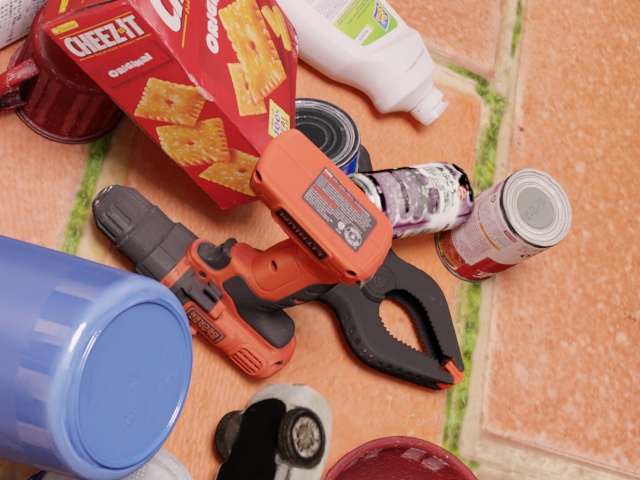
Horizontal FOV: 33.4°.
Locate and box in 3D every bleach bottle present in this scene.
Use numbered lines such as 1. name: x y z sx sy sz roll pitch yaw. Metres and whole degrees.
1. bleach bottle: 0.004 -0.184 0.888 0.250 0.068 0.102 42 61 -9

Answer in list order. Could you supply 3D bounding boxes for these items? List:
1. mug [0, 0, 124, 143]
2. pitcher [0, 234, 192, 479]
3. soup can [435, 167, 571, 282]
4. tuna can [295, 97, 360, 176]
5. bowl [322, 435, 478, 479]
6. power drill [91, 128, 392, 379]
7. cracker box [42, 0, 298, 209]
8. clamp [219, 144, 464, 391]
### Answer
1. mug: -0.184 -0.124 0.768 0.117 0.082 0.093 -23 84 -29
2. pitcher: -0.190 0.055 0.612 0.149 0.243 0.145 -54 141 -36
3. soup can: 0.148 -0.012 0.873 0.068 0.102 0.068 8 69 -23
4. tuna can: -0.011 -0.072 0.839 0.086 0.034 0.086 2 51 -3
5. bowl: 0.051 0.226 0.775 0.161 0.055 0.162 8 70 -22
6. power drill: -0.055 0.001 0.728 0.184 0.188 0.057 43 49 -10
7. cracker box: -0.090 -0.148 0.744 0.213 0.072 0.164 49 33 -49
8. clamp: 0.029 0.039 0.838 0.164 0.036 0.210 -33 85 -29
